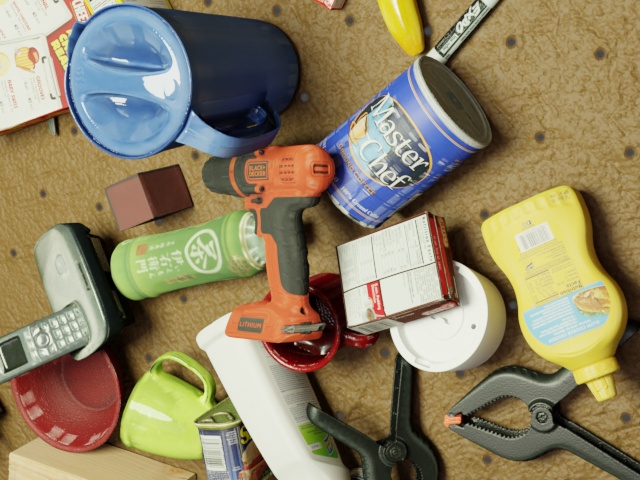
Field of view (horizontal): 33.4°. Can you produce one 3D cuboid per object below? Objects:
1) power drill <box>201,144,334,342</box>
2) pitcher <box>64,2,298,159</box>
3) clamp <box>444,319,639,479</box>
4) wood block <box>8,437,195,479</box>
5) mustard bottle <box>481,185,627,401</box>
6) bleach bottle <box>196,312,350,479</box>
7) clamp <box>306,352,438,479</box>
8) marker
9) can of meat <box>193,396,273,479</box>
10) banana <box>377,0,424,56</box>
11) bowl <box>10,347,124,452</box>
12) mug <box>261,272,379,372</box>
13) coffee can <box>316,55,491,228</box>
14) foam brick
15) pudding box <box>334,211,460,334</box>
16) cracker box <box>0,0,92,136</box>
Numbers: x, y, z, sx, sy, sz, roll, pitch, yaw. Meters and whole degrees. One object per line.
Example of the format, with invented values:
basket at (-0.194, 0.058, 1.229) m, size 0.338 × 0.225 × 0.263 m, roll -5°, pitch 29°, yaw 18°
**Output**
power drill at (-0.057, 0.001, 1.028) m, size 0.185 × 0.057 × 0.188 m, roll 1°, pitch 94°, yaw 53°
pitcher at (-0.111, -0.149, 1.013) m, size 0.145 × 0.242 × 0.149 m, roll -10°, pitch 96°, yaw 28°
clamp at (0.225, 0.175, 1.028) m, size 0.210 × 0.036 × 0.164 m, roll -16°, pitch 90°, yaw 26°
wood block at (-0.261, 0.304, 1.267) m, size 0.206 × 0.090 × 0.090 m, roll 12°, pitch 107°, yaw 23°
mustard bottle at (0.224, 0.054, 0.972) m, size 0.096 × 0.058 × 0.191 m, roll -25°, pitch 76°, yaw 23°
bleach bottle at (-0.035, 0.194, 1.103) m, size 0.068 × 0.102 × 0.251 m, roll -35°, pitch 72°, yaw 28°
clamp at (0.077, 0.204, 1.097) m, size 0.120 × 0.039 × 0.171 m, roll -36°, pitch 99°, yaw -3°
marker at (0.143, -0.210, 1.001) m, size 0.020 × 0.020 × 0.121 m, roll 47°, pitch 117°, yaw 11°
can of meat at (-0.087, 0.220, 1.158) m, size 0.058 × 0.101 × 0.084 m, roll -4°, pitch 101°, yaw 28°
banana at (0.081, -0.277, 1.007) m, size 0.070 × 0.037 × 0.198 m, roll 17°, pitch 108°, yaw 24°
bowl at (-0.290, 0.168, 1.273) m, size 0.162 × 0.055 × 0.162 m, roll 6°, pitch 103°, yaw 25°
mug at (0.005, 0.082, 1.094) m, size 0.117 × 0.081 × 0.093 m, roll 14°, pitch 106°, yaw 24°
coffee can at (0.076, -0.092, 1.011) m, size 0.140 × 0.102 × 0.103 m, roll -38°, pitch 83°, yaw 28°
foam brick at (-0.187, -0.047, 1.166) m, size 0.053 × 0.078 × 0.051 m, roll -20°, pitch 92°, yaw 30°
pudding box at (0.073, 0.032, 1.025) m, size 0.114 × 0.039 × 0.090 m, roll -20°, pitch 67°, yaw 30°
cracker box at (-0.328, -0.215, 1.188) m, size 0.214 × 0.072 × 0.164 m, roll -16°, pitch 97°, yaw 19°
